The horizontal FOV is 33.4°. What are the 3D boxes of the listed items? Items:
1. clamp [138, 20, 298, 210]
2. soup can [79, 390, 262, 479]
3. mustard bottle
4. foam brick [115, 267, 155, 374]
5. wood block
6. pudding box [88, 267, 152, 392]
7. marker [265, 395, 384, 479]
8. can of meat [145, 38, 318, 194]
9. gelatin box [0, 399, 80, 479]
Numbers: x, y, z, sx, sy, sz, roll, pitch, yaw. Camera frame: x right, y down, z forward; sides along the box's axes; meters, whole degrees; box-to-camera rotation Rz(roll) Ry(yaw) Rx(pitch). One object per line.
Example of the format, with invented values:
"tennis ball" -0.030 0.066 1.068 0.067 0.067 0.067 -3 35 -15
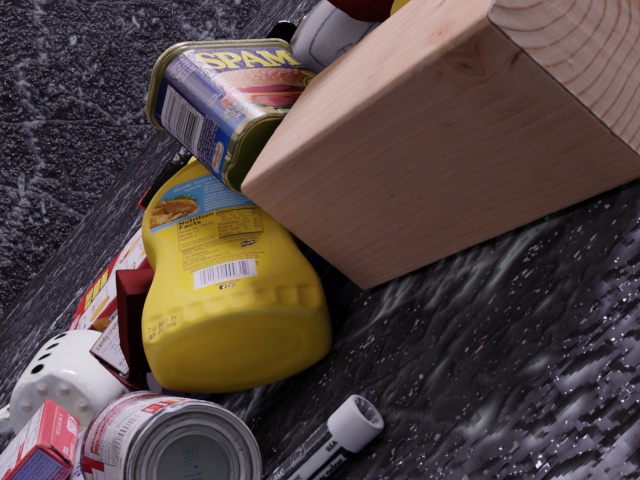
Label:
"clamp" -0.070 -0.086 0.763 0.172 0.039 0.120 -47 2 30
"soup can" -0.076 0.110 0.528 0.068 0.068 0.102 -55 15 -18
"mustard bottle" -0.054 0.001 0.612 0.096 0.058 0.191 -14 38 0
"foam brick" -0.084 0.046 0.656 0.051 0.078 0.053 -141 48 -66
"wood block" 0.060 -0.058 0.486 0.206 0.090 0.090 -28 26 57
"pudding box" -0.102 0.053 0.735 0.113 0.039 0.090 -56 -15 -14
"marker" -0.020 0.111 0.454 0.121 0.020 0.020 -46 15 18
"can of meat" -0.035 -0.072 0.618 0.101 0.084 0.057 -11 -49 -39
"gelatin box" -0.189 0.151 0.667 0.089 0.030 0.073 -48 15 3
